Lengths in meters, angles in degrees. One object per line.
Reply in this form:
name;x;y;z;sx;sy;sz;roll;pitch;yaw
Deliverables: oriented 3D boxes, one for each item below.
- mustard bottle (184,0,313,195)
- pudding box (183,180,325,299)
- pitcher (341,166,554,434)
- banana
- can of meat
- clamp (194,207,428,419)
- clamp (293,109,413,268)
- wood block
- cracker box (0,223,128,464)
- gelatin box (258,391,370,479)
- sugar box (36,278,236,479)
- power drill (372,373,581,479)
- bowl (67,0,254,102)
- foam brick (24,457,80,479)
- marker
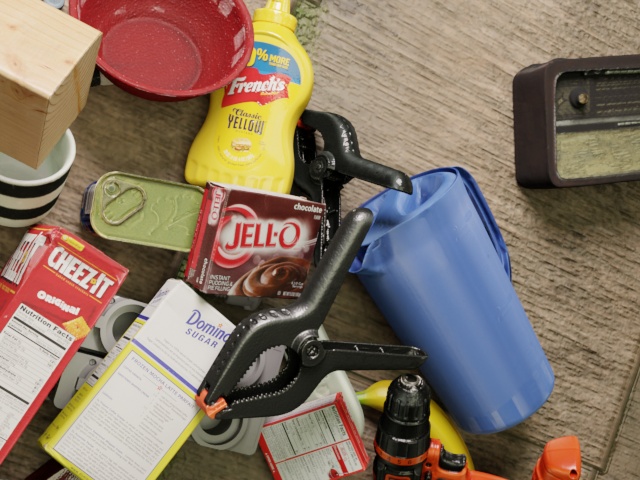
mustard bottle;-0.057;-0.134;0.975;0.096;0.058;0.191;12;85;7
pudding box;-0.056;0.001;0.917;0.113;0.039;0.090;6;102;-44
pitcher;0.131;0.055;1.023;0.149;0.145;0.243;-30;105;4
banana;0.107;0.204;1.060;0.070;0.037;0.197;-37;102;14
can of meat;-0.155;-0.024;0.930;0.102;0.084;0.057;10;87;-21
clamp;-0.007;0.093;0.905;0.209;0.036;0.164;-37;117;-13
clamp;0.007;-0.052;0.970;0.039;0.172;0.120;25;111;-43
wood block;-0.288;-0.156;0.833;0.206;0.091;0.090;27;49;-2
cracker box;-0.255;0.090;0.852;0.072;0.164;0.213;36;79;-20
gelatin box;-0.008;0.190;0.997;0.089;0.030;0.073;-21;100;12
sugar box;-0.143;0.128;0.892;0.093;0.048;0.176;43;73;-18
power drill;0.142;0.207;0.993;0.188;0.057;0.184;8;126;6
bowl;-0.141;-0.176;0.929;0.162;0.055;0.162;10;58;-16
foam brick;-0.213;0.226;0.929;0.051;0.053;0.078;-37;104;-17
marker;-0.167;-0.151;0.959;0.121;0.020;0.020;-10;94;-20
